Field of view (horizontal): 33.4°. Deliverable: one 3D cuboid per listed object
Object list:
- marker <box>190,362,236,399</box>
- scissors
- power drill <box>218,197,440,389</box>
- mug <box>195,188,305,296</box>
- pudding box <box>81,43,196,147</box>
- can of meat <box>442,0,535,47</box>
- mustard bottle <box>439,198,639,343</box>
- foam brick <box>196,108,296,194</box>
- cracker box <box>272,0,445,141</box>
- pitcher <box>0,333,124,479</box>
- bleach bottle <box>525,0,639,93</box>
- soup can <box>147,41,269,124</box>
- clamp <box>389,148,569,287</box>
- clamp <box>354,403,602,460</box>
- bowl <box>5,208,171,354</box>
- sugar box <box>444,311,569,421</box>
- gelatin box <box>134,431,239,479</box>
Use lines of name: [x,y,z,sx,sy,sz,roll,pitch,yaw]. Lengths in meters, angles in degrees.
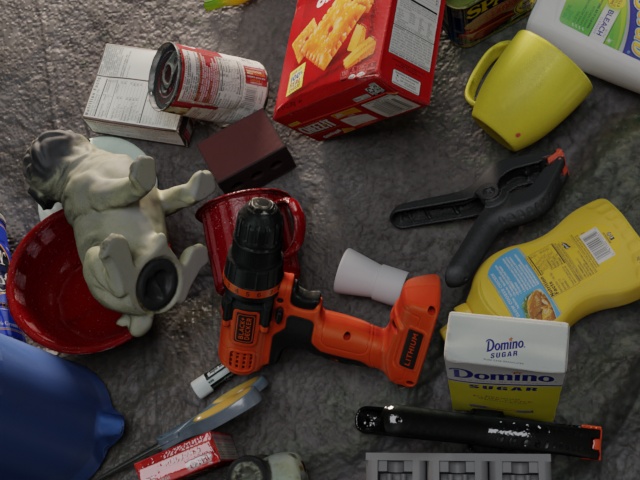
marker: [-0.067,0.108,1.005,0.121,0.020,0.020,-34,69,-2]
scissors: [-0.124,0.173,0.986,0.202,0.096,0.016,-30,93,30]
power drill: [0.006,0.052,0.928,0.187,0.184,0.057,11,38,1]
mug: [-0.057,0.001,0.996,0.117,0.093,0.081,-25,70,37]
pudding box: [-0.181,-0.151,1.106,0.114,0.039,0.090,10,74,16]
can of meat: [0.163,-0.245,1.048,0.102,0.084,0.057,-28,69,0]
mustard bottle: [0.195,0.044,0.954,0.191,0.058,0.096,-28,58,1]
foam brick: [-0.073,-0.083,1.054,0.078,0.053,0.051,-29,69,0]
cracker box: [0.041,-0.218,1.024,0.164,0.072,0.213,-12,63,52]
pitcher: [-0.290,0.143,0.915,0.149,0.242,0.145,-41,69,-5]
bleach bottle: [0.327,-0.183,1.008,0.251,0.068,0.102,25,78,15]
soup can: [-0.109,-0.152,1.050,0.102,0.069,0.068,7,66,-33]
clamp: [0.158,-0.024,0.981,0.171,0.039,0.120,-27,47,2]
clamp: [0.132,0.161,0.907,0.209,0.165,0.036,8,81,-11]
bowl: [-0.216,0.044,1.028,0.162,0.055,0.162,-2,62,4]
sugar box: [0.152,0.108,0.878,0.093,0.176,0.048,5,72,12]
gelatin box: [-0.116,0.197,0.945,0.073,0.089,0.030,-23,77,2]
